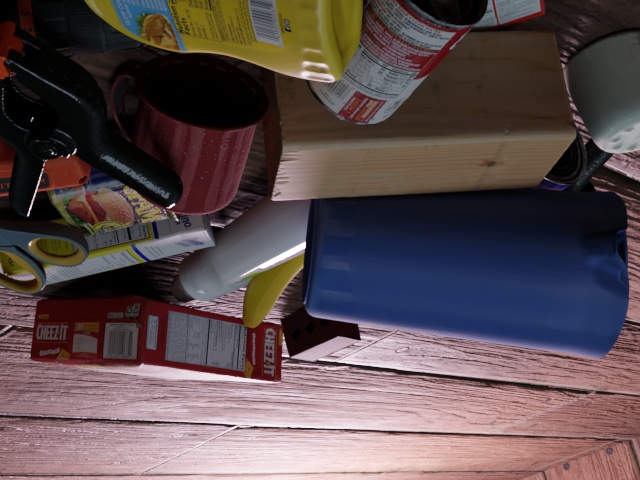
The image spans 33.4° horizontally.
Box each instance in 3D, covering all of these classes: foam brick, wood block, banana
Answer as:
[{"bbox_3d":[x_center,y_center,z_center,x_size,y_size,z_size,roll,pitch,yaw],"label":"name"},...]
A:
[{"bbox_3d":[0.001,0.109,1.298,0.078,0.053,0.051,-28,153,28],"label":"foam brick"},{"bbox_3d":[0.065,-0.090,0.773,0.206,0.090,0.091,-3,159,-10],"label":"wood block"},{"bbox_3d":[-0.012,0.018,1.062,0.198,0.069,0.037,-30,-179,21],"label":"banana"}]

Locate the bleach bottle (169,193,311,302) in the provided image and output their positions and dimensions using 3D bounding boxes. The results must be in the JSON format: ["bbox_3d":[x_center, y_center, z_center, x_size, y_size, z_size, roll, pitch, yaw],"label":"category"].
[{"bbox_3d":[-0.057,0.001,0.994,0.251,0.068,0.102,-29,171,36],"label":"bleach bottle"}]

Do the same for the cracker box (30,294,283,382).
[{"bbox_3d":[-0.167,0.106,1.120,0.164,0.072,0.213,-3,168,36],"label":"cracker box"}]

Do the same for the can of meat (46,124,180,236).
[{"bbox_3d":[-0.164,-0.047,0.844,0.084,0.057,0.102,-12,157,1],"label":"can of meat"}]

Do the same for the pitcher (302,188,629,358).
[{"bbox_3d":[0.109,0.020,0.848,0.242,0.145,0.149,6,119,-4],"label":"pitcher"}]

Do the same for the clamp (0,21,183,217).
[{"bbox_3d":[-0.172,-0.065,0.665,0.120,0.039,0.171,-13,143,14],"label":"clamp"}]

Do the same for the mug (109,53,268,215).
[{"bbox_3d":[-0.100,-0.078,0.753,0.093,0.117,0.082,-46,161,-50],"label":"mug"}]

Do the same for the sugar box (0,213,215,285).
[{"bbox_3d":[-0.184,-0.001,0.934,0.176,0.048,0.093,-15,172,-3],"label":"sugar box"}]

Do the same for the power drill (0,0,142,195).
[{"bbox_3d":[-0.197,-0.100,0.704,0.184,0.057,0.188,-6,153,-9],"label":"power drill"}]

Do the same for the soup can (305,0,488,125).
[{"bbox_3d":[0.041,-0.122,0.626,0.068,0.068,0.102,1,151,-31],"label":"soup can"}]

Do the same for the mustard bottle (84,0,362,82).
[{"bbox_3d":[-0.074,-0.147,0.587,0.192,0.058,0.096,13,144,19],"label":"mustard bottle"}]

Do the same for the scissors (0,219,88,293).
[{"bbox_3d":[-0.245,-0.018,0.807,0.096,0.016,0.201,-14,146,5],"label":"scissors"}]
